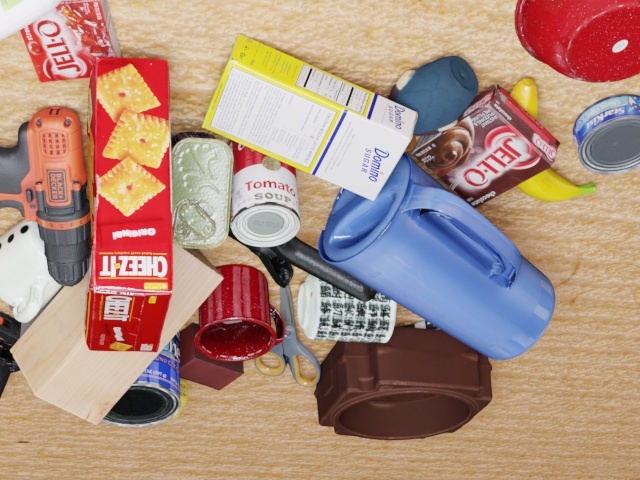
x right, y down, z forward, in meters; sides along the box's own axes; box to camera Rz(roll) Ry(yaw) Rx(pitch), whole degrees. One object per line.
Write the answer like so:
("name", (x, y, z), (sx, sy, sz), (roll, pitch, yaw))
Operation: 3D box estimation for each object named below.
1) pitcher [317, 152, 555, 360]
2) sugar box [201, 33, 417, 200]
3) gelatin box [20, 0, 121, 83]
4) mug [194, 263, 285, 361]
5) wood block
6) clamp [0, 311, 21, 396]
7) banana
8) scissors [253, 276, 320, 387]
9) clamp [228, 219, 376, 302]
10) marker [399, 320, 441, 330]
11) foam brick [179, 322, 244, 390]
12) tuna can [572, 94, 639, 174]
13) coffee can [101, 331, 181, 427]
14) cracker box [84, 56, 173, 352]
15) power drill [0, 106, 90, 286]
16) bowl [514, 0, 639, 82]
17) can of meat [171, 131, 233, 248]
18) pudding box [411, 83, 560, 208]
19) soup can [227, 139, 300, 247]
("pitcher", (0.131, 0.022, 1.085), (0.242, 0.149, 0.145), (34, 109, -26))
("sugar box", (-0.010, -0.110, 0.969), (0.176, 0.048, 0.093), (22, 139, -8))
("gelatin box", (-0.213, -0.176, 0.905), (0.073, 0.030, 0.089), (-5, 143, 0))
("mug", (-0.089, 0.084, 1.228), (0.117, 0.081, 0.093), (21, 136, -31))
("wood block", (-0.213, 0.076, 1.114), (0.206, 0.090, 0.090), (-49, 135, 2))
("clamp", (-0.361, 0.144, 1.306), (0.120, 0.039, 0.171), (-5, 143, -4))
("banana", (0.216, -0.090, 1.079), (0.070, 0.037, 0.197), (-37, 138, 8))
("scissors", (-0.056, 0.116, 1.326), (0.096, 0.016, 0.201), (-2, 134, 22))
("clamp", (-0.057, 0.001, 1.131), (0.209, 0.036, 0.165), (37, 161, -26))
("marker", (0.151, 0.105, 1.341), (0.121, 0.020, 0.020), (-14, 143, 11))
("foam brick", (-0.142, 0.145, 1.326), (0.078, 0.053, 0.051), (23, 135, -34))
("tuna can", (0.297, -0.106, 1.066), (0.086, 0.034, 0.086), (-4, 143, -3))
("coffee can", (-0.211, 0.127, 1.219), (0.102, 0.140, 0.103), (-4, 144, -3))
("cracker box", (-0.169, -0.027, 0.932), (0.072, 0.213, 0.164), (2, 157, -12))
("power drill", (-0.313, -0.038, 1.013), (0.187, 0.057, 0.184), (-1, 116, -7))
("bowl", (0.254, -0.189, 0.931), (0.162, 0.055, 0.162), (-4, 144, -3))
("can of meat", (-0.118, -0.050, 1.007), (0.057, 0.084, 0.102), (2, 102, -12))
("pudding box", (0.158, -0.089, 1.026), (0.090, 0.039, 0.114), (40, 143, -16))
("soup can", (-0.056, -0.053, 1.031), (0.068, 0.102, 0.068), (-4, 143, -3))
